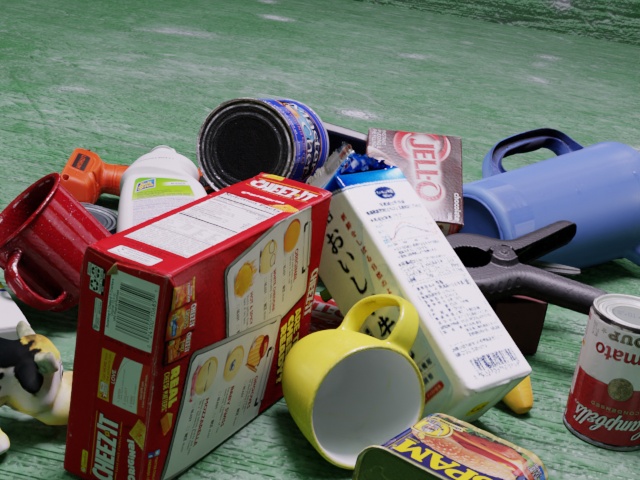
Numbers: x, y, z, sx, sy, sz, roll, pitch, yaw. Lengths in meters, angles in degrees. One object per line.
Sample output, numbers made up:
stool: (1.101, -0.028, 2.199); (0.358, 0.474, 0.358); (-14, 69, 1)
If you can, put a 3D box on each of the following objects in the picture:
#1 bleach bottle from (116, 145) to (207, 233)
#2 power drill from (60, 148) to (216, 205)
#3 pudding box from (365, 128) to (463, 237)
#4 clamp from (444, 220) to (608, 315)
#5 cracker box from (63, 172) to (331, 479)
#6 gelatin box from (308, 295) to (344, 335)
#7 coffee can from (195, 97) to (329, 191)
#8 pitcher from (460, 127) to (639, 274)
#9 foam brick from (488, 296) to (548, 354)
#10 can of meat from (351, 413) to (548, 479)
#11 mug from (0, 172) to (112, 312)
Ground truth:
bleach bottle: (-0.134, -0.015, 0.973); (0.102, 0.068, 0.251); (0, 33, -9)
power drill: (-0.177, -0.043, 1.120); (0.187, 0.057, 0.184); (8, 21, -6)
pudding box: (0.085, -0.051, 0.992); (0.090, 0.039, 0.113); (5, 54, -1)
clamp: (0.164, 0.029, 0.922); (0.171, 0.039, 0.120); (-8, 32, -12)
cracker box: (-0.080, 0.057, 0.738); (0.072, 0.164, 0.213); (19, 24, 22)
gelatin box: (-0.002, 0.074, 0.908); (0.089, 0.030, 0.073); (15, 22, 18)
coffee can: (-0.057, -0.095, 1.099); (0.103, 0.103, 0.140); (13, 10, 12)
pitcher: (0.233, -0.032, 1.126); (0.242, 0.145, 0.149); (-13, 19, -37)
foam brick: (0.159, 0.064, 0.962); (0.051, 0.053, 0.078); (0, 21, -21)
can of meat: (0.084, 0.158, 0.684); (0.102, 0.057, 0.083); (22, 22, 30)
mug: (-0.222, 0.011, 0.871); (0.081, 0.093, 0.117); (47, 24, -25)
